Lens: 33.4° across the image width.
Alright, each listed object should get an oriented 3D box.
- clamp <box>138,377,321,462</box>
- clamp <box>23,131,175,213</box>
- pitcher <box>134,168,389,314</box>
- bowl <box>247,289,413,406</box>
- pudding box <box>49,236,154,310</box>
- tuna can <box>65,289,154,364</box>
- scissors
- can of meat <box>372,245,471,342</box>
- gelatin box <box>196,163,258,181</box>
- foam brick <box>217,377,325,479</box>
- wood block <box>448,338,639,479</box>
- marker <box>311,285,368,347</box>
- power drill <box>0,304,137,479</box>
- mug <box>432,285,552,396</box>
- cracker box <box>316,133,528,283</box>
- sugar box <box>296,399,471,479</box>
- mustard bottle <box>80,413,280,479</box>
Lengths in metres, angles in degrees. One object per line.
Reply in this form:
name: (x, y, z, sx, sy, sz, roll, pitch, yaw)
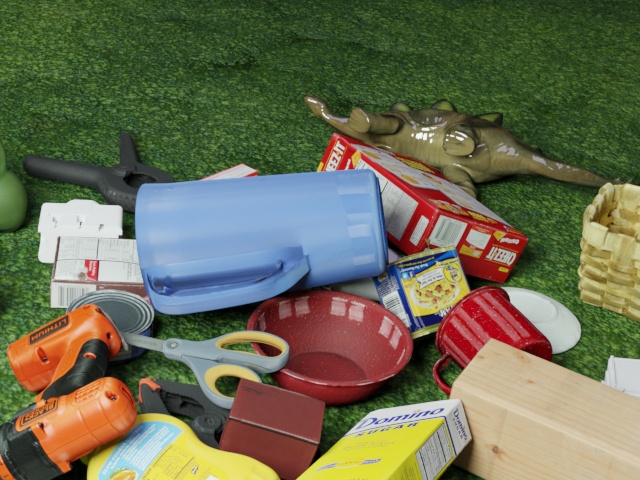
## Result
clamp: (-0.086, 0.170, 0.936, 0.172, 0.039, 0.120, 37, 34, 31)
clamp: (-0.257, -0.076, 1.328, 0.164, 0.036, 0.210, -18, 38, -38)
pitcher: (-0.057, 0.001, 1.062, 0.243, 0.149, 0.145, -7, -14, 6)
bowl: (0.007, 0.112, 1.040, 0.162, 0.055, 0.162, 6, 29, -3)
pudding box: (-0.228, 0.034, 1.140, 0.113, 0.039, 0.090, 4, 31, -11)
tuna can: (-0.208, 0.086, 1.058, 0.086, 0.034, 0.086, 6, 30, -3)
scissors: (-0.129, 0.113, 0.969, 0.202, 0.016, 0.096, -1, 40, 7)
can of meat: (0.110, 0.058, 1.117, 0.101, 0.058, 0.084, -13, 78, -31)
gelatin box: (-0.115, -0.043, 1.266, 0.030, 0.073, 0.089, 27, 34, 30)
foam brick: (-0.041, 0.158, 0.891, 0.078, 0.051, 0.053, 17, 33, -1)
wood block: (0.219, 0.178, 0.938, 0.206, 0.091, 0.090, 22, 33, 23)
marker: (0.011, 0.063, 1.116, 0.020, 0.020, 0.121, -23, 69, -42)
power drill: (-0.236, 0.138, 0.896, 0.184, 0.057, 0.187, -25, 25, 4)
mug: (0.166, 0.112, 1.058, 0.117, 0.093, 0.082, -35, 47, -8)
cracker box: (0.116, -0.038, 1.270, 0.163, 0.072, 0.214, 14, 19, -41)
sugar box: (0.050, 0.183, 0.872, 0.093, 0.048, 0.176, -13, 9, 28)
mustard bottle: (-0.128, 0.191, 0.853, 0.192, 0.058, 0.096, 21, 60, 32)
